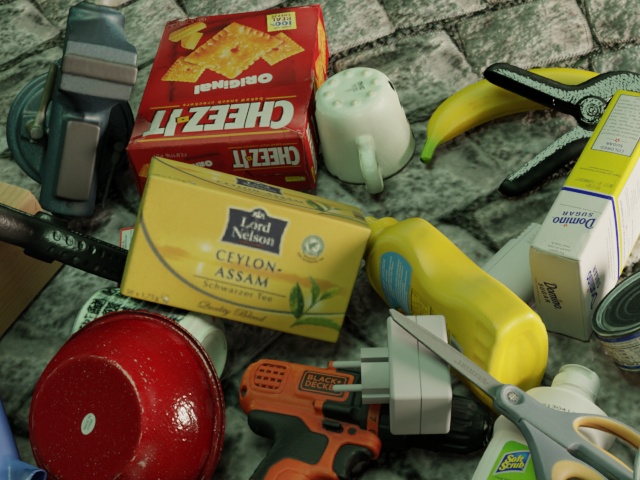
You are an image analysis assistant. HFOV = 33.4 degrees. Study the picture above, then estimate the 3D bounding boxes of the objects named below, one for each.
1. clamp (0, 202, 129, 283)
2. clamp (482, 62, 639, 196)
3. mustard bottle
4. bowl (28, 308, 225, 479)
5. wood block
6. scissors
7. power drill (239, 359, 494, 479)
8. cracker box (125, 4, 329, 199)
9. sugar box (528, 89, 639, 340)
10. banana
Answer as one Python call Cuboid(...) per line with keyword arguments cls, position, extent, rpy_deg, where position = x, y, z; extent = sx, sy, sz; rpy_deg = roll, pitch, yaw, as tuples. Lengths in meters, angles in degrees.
Cuboid(cls="clamp", position=(-0.227, -0.006, 0.853), extent=(0.165, 0.209, 0.036), rpy_deg=(18, 86, 63))
Cuboid(cls="clamp", position=(0.220, -0.111, 0.904), extent=(0.171, 0.039, 0.120), rpy_deg=(-14, 78, 1))
Cuboid(cls="mustard bottle", position=(0.085, 0.038, 0.787), extent=(0.058, 0.096, 0.192), rpy_deg=(-30, 45, -17))
Cuboid(cls="bowl", position=(-0.150, 0.127, 0.755), extent=(0.162, 0.055, 0.162), rpy_deg=(-4, 81, 23))
Cuboid(cls="wood block", position=(-0.325, 0.048, 0.919), extent=(0.090, 0.091, 0.205), rpy_deg=(15, 54, 30))
Cuboid(cls="scissors", position=(0.118, 0.116, 0.655), extent=(0.202, 0.016, 0.096), rpy_deg=(25, 48, 7))
Cuboid(cls="power drill", position=(0.011, 0.169, 0.718), extent=(0.185, 0.057, 0.187), rpy_deg=(6, 48, 20))
Cuboid(cls="cracker box", position=(-0.081, -0.136, 1.014), extent=(0.164, 0.072, 0.213), rpy_deg=(-4, 43, 9))
Cuboid(cls="sugar box", position=(0.212, -0.022, 0.803), extent=(0.048, 0.093, 0.176), rpy_deg=(17, 55, 32))
Cuboid(cls="banana", position=(0.178, -0.120, 0.953), extent=(0.198, 0.037, 0.069), rpy_deg=(-16, 69, 6))
